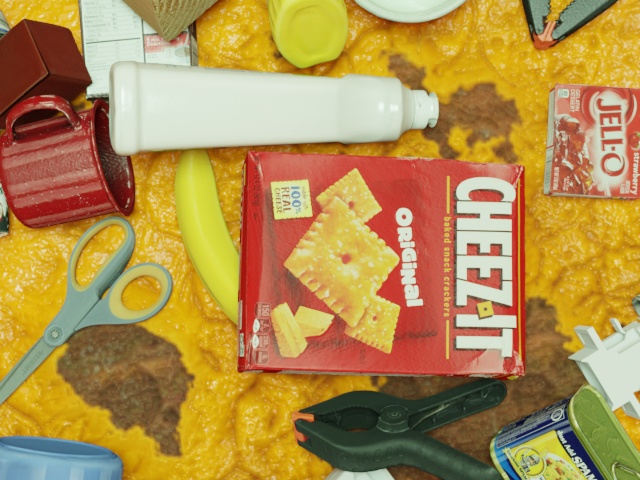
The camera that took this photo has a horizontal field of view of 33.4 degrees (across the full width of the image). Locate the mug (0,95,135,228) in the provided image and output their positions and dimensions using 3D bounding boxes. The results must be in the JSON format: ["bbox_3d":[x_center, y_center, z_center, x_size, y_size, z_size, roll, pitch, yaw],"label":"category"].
[{"bbox_3d":[-0.201,-0.063,0.823,0.081,0.117,0.093,-12,49,6],"label":"mug"}]

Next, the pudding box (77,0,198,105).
[{"bbox_3d":[-0.146,-0.169,0.859,0.090,0.039,0.113,-4,86,2],"label":"pudding box"}]

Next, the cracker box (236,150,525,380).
[{"bbox_3d":[0.045,0.021,0.810,0.213,0.072,0.164,2,83,-7],"label":"cracker box"}]

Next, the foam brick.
[{"bbox_3d":[-0.228,-0.128,0.835,0.078,0.051,0.053,-32,75,28],"label":"foam brick"}]

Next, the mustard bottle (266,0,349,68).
[{"bbox_3d":[-0.028,-0.235,0.823,0.058,0.096,0.191,-16,66,2],"label":"mustard bottle"}]

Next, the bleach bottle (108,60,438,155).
[{"bbox_3d":[-0.031,-0.100,0.807,0.250,0.103,0.068,-1,100,-13],"label":"bleach bottle"}]

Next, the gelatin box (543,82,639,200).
[{"bbox_3d":[0.219,-0.079,0.849,0.073,0.030,0.089,4,89,1],"label":"gelatin box"}]

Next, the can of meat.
[{"bbox_3d":[0.191,0.174,0.813,0.084,0.057,0.102,-35,86,36],"label":"can of meat"}]

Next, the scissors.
[{"bbox_3d":[-0.193,0.078,0.864,0.096,0.016,0.202,27,89,2],"label":"scissors"}]

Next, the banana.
[{"bbox_3d":[-0.067,0.015,0.854,0.069,0.037,0.198,-38,89,-17],"label":"banana"}]

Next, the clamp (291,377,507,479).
[{"bbox_3d":[0.063,0.152,0.812,0.171,0.120,0.039,-7,114,5],"label":"clamp"}]

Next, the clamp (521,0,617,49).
[{"bbox_3d":[0.206,-0.257,0.852,0.164,0.036,0.210,28,89,7],"label":"clamp"}]
